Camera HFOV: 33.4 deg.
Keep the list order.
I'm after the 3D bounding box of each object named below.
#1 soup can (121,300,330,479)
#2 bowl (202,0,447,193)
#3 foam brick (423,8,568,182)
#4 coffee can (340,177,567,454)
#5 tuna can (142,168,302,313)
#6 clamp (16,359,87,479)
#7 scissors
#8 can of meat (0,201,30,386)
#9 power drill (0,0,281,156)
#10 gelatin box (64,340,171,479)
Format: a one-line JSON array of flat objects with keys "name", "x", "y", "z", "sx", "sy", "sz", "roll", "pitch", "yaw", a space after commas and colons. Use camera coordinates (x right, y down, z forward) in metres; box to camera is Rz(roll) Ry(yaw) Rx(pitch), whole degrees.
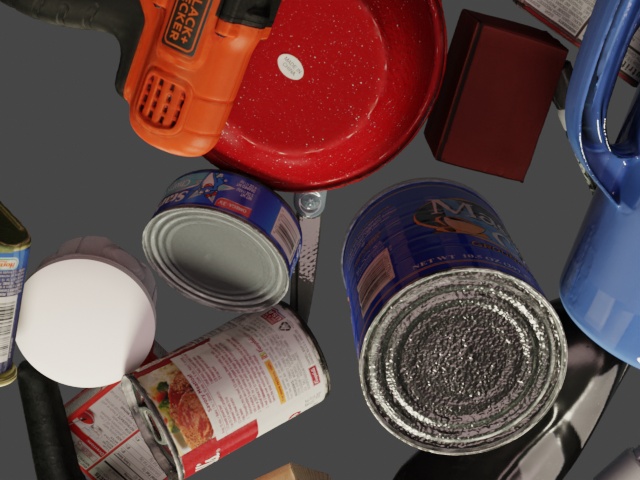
[{"name": "soup can", "x": -0.054, "y": 0.085, "z": 0.614, "sx": 0.102, "sy": 0.069, "sz": 0.068, "roll": -27, "pitch": 113, "yaw": -22}, {"name": "bowl", "x": -0.012, "y": -0.095, "z": 0.555, "sx": 0.162, "sy": 0.055, "sz": 0.162, "roll": 0, "pitch": 109, "yaw": 1}, {"name": "foam brick", "x": 0.094, "y": -0.081, "z": 0.584, "sx": 0.051, "sy": 0.053, "sz": 0.078, "roll": 13, "pitch": 111, "yaw": -7}, {"name": "coffee can", "x": 0.066, "y": 0.035, "z": 0.580, "sx": 0.103, "sy": 0.140, "sz": 0.103, "roll": -1, "pitch": 111, "yaw": -2}, {"name": "tuna can", "x": -0.054, "y": 0.001, "z": 0.599, "sx": 0.086, "sy": 0.033, "sz": 0.086, "roll": 12, "pitch": 140, "yaw": 10}, {"name": "clamp", "x": -0.151, "y": 0.155, "z": 0.621, "sx": 0.171, "sy": 0.039, "sz": 0.120, "roll": 35, "pitch": 105, "yaw": 17}, {"name": "scissors", "x": -0.022, "y": -0.037, "z": 0.615, "sx": 0.096, "sy": 0.016, "sz": 0.202, "roll": 19, "pitch": 108, "yaw": -7}, {"name": "can of meat", "x": -0.201, "y": 0.021, "z": 0.586, "sx": 0.057, "sy": 0.102, "sz": 0.084, "roll": 0, "pitch": 112, "yaw": -38}, {"name": "power drill", "x": -0.098, "y": -0.155, "z": 0.505, "sx": 0.188, "sy": 0.057, "sz": 0.184, "roll": 27, "pitch": 106, "yaw": 18}, {"name": "gelatin box", "x": -0.114, "y": 0.114, "z": 0.663, "sx": 0.089, "sy": 0.030, "sz": 0.073, "roll": -39, "pitch": 109, "yaw": 12}]
